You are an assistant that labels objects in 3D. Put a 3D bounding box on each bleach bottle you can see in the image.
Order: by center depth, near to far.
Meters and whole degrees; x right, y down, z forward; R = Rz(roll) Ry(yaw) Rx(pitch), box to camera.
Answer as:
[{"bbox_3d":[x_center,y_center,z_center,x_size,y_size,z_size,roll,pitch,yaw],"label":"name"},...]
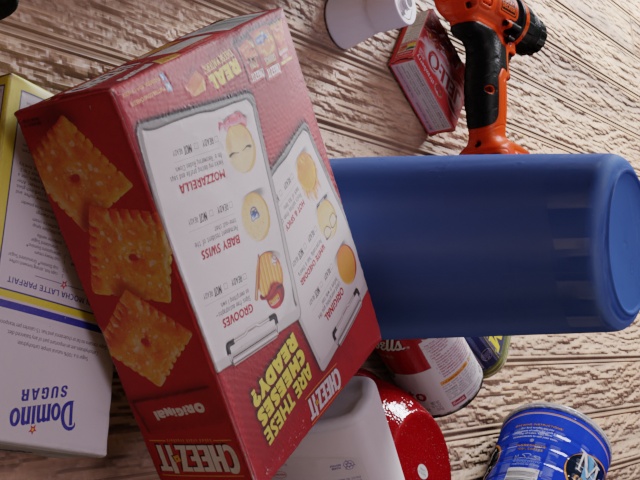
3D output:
[{"bbox_3d":[0.018,0.213,0.698,0.068,0.103,0.251,-60,138,-63],"label":"bleach bottle"}]

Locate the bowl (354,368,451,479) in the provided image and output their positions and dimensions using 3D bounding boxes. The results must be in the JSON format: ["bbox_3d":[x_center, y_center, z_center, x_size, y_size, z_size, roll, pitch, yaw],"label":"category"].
[{"bbox_3d":[0.051,0.172,0.781,0.161,0.055,0.162,21,65,-53],"label":"bowl"}]

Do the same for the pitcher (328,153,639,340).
[{"bbox_3d":[0.088,-0.002,0.708,0.144,0.243,0.149,29,65,-53],"label":"pitcher"}]

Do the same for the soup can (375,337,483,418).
[{"bbox_3d":[0.079,0.080,0.834,0.102,0.069,0.068,60,38,-29],"label":"soup can"}]

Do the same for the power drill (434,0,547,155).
[{"bbox_3d":[0.166,-0.140,0.981,0.184,0.057,0.187,7,75,-54],"label":"power drill"}]

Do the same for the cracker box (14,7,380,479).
[{"bbox_3d":[-0.054,0.001,0.576,0.164,0.072,0.213,-43,121,-53],"label":"cracker box"}]

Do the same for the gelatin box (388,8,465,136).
[{"bbox_3d":[0.101,-0.151,0.960,0.089,0.030,0.073,54,41,-33],"label":"gelatin box"}]

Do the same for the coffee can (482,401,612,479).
[{"bbox_3d":[0.190,0.226,0.931,0.103,0.103,0.140,63,37,-25],"label":"coffee can"}]

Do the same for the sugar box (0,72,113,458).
[{"bbox_3d":[-0.145,0.016,0.536,0.093,0.048,0.176,26,63,-52],"label":"sugar box"}]
